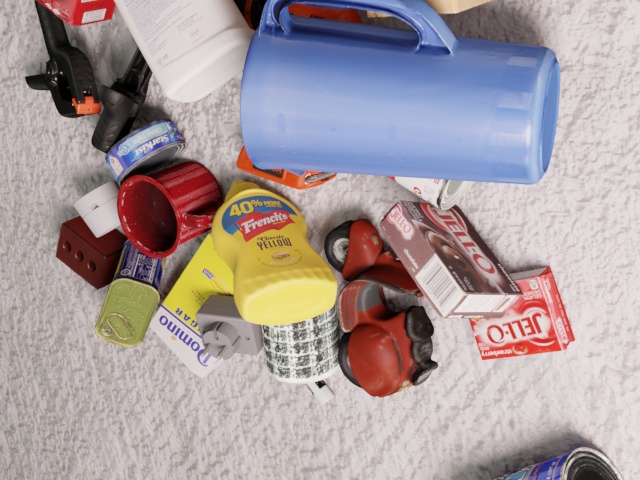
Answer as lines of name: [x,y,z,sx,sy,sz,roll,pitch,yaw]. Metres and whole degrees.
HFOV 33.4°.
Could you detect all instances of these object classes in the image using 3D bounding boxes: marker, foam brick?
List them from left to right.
foam brick: [-0.272,0.011,1.286,0.078,0.051,0.053,34,126,22]
marker: [-0.028,0.127,1.169,0.121,0.020,0.020,52,131,7]

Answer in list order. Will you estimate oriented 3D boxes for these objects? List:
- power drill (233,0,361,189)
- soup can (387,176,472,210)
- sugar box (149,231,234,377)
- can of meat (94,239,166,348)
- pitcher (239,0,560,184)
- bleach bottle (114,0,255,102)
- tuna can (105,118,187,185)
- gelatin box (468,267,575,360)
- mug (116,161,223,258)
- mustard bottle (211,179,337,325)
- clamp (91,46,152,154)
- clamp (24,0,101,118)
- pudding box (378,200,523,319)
power drill: [-0.043,-0.154,1.032,0.185,0.057,0.188,23,123,38]
soup can: [0.086,-0.081,0.957,0.102,0.068,0.069,34,126,21]
sugar box: [-0.120,0.071,1.196,0.093,0.048,0.176,45,128,10]
can of meat: [-0.217,0.058,1.233,0.057,0.084,0.102,18,126,-11]
pitcher: [0.064,-0.119,0.859,0.243,0.149,0.145,8,87,18]
bleach bottle: [-0.152,-0.256,0.980,0.103,0.068,0.251,-32,78,20]
tuna can: [-0.188,-0.095,1.152,0.086,0.085,0.034,-36,84,41]
gelatin box: [0.179,0.068,0.974,0.089,0.030,0.073,-12,102,41]
mug: [-0.150,-0.036,1.150,0.117,0.081,0.093,10,115,35]
mustard bottle: [-0.057,0.001,1.069,0.192,0.096,0.058,-117,24,-46]
clamp: [-0.207,-0.146,1.118,0.036,0.164,0.210,30,138,-6]
clamp: [-0.289,-0.200,1.193,0.172,0.039,0.120,38,133,42]
pudding box: [0.114,0.017,0.940,0.039,0.089,0.113,-50,56,31]
